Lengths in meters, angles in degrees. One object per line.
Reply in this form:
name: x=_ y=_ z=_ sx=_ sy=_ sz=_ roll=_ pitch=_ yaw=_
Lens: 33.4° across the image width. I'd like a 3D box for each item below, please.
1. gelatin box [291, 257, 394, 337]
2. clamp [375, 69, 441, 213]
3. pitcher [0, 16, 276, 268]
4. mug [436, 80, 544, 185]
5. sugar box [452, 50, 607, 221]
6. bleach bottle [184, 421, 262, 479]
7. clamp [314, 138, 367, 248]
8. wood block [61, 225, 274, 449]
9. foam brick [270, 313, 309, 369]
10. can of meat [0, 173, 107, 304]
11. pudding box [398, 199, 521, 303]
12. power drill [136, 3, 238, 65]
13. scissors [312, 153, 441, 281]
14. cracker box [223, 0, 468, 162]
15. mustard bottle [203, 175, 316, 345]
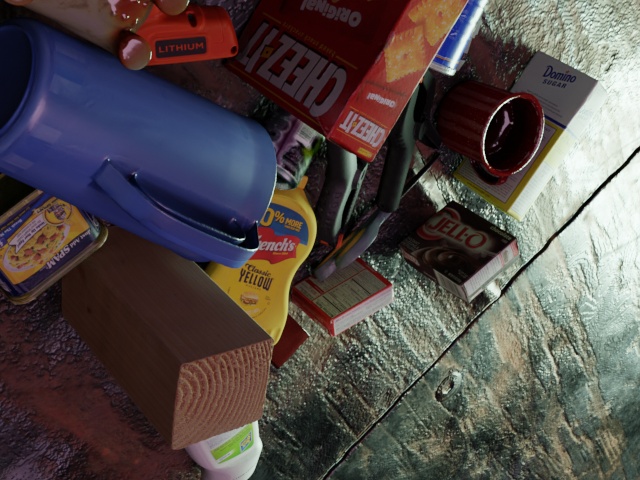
gelatin box: x=0.024 y=0.059 z=1.167 sx=0.089 sy=0.073 sz=0.030 roll=-30 pitch=135 yaw=-23
clamp: x=0.086 y=-0.109 z=1.088 sx=0.120 sy=0.039 sz=0.171 roll=-63 pitch=157 yaw=-26
pitcher: x=-0.151 y=-0.069 z=0.821 sx=0.242 sy=0.149 sz=0.145 roll=24 pitch=72 yaw=-50
mug: x=0.183 y=-0.116 z=1.166 sx=0.093 sy=0.082 sz=0.117 roll=-27 pitch=125 yaw=-25
sugar box: x=0.238 y=-0.120 z=1.216 sx=0.176 sy=0.093 sz=0.048 roll=-54 pitch=142 yaw=4
bleach bottle: x=-0.118 y=0.197 z=1.151 sx=0.102 sy=0.068 sz=0.251 roll=-30 pitch=138 yaw=-23
clamp: x=0.030 y=-0.081 z=1.071 sx=0.210 sy=0.036 sz=0.164 roll=102 pitch=14 yaw=-47
wood block: x=-0.139 y=0.075 z=0.925 sx=0.090 sy=0.206 sz=0.090 roll=-14 pitch=128 yaw=-35
foam brick: x=-0.059 y=0.089 z=1.130 sx=0.051 sy=0.053 sz=0.078 roll=-47 pitch=141 yaw=-5
can of meat: x=-0.241 y=-0.012 z=0.883 sx=0.102 sy=0.058 sz=0.084 roll=-40 pitch=136 yaw=-14
pudding box: x=0.159 y=0.011 z=1.227 sx=0.090 sy=0.114 sz=0.039 roll=-40 pitch=136 yaw=-14
power drill: x=-0.099 y=-0.232 z=0.818 sx=0.184 sy=0.057 sz=0.188 roll=-8 pitch=128 yaw=-17
scissors: x=0.070 y=-0.029 z=1.149 sx=0.201 sy=0.096 sz=0.016 roll=-44 pitch=97 yaw=-6
cracker box: x=0.030 y=-0.200 z=0.908 sx=0.072 sy=0.164 sz=0.214 roll=23 pitch=102 yaw=-47
mustard bottle: x=-0.057 y=0.001 z=1.044 sx=0.096 sy=0.058 sz=0.192 roll=19 pitch=94 yaw=-17
